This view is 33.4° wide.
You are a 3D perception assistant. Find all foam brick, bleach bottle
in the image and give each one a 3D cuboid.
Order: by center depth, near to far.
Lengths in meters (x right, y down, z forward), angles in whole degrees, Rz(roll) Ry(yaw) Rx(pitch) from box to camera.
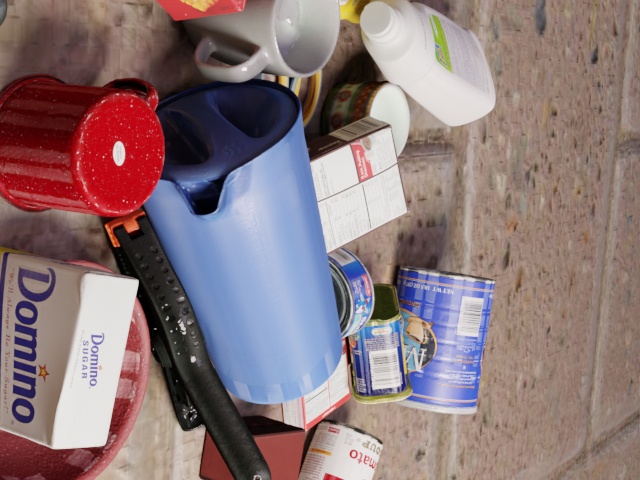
[{"bbox_3d":[-0.058,0.184,0.923,0.078,0.053,0.051,8,91,-56],"label":"foam brick"},{"bbox_3d":[0.093,-0.177,0.986,0.250,0.068,0.102,14,57,-65],"label":"bleach bottle"}]

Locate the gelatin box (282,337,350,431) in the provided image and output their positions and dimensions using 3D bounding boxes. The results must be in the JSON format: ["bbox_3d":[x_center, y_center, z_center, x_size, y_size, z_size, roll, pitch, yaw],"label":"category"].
[{"bbox_3d":[-0.007,0.122,1.003,0.073,0.030,0.089,-29,121,-48],"label":"gelatin box"}]

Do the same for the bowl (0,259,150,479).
[{"bbox_3d":[-0.187,0.089,0.708,0.161,0.055,0.162,-18,113,-53],"label":"bowl"}]

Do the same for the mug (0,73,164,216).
[{"bbox_3d":[-0.150,-0.067,0.701,0.117,0.082,0.093,-52,137,-35],"label":"mug"}]

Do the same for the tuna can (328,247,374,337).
[{"bbox_3d":[0.004,0.048,0.950,0.033,0.086,0.086,-19,114,-51],"label":"tuna can"}]

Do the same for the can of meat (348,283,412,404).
[{"bbox_3d":[0.054,0.097,1.033,0.102,0.057,0.084,-92,175,-72],"label":"can of meat"}]

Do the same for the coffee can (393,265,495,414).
[{"bbox_3d":[0.123,0.103,1.123,0.102,0.103,0.140,7,92,-56],"label":"coffee can"}]

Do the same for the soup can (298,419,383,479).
[{"bbox_3d":[0.013,0.231,1.025,0.068,0.069,0.102,45,60,-50],"label":"soup can"}]

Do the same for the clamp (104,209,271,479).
[{"bbox_3d":[-0.108,0.078,0.792,0.036,0.165,0.210,-26,100,-19],"label":"clamp"}]

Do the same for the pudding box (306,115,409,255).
[{"bbox_3d":[0.017,-0.045,0.921,0.113,0.039,0.090,-26,119,-24],"label":"pudding box"}]

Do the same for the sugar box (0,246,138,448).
[{"bbox_3d":[-0.187,0.048,0.590,0.048,0.176,0.093,13,87,-56],"label":"sugar box"}]

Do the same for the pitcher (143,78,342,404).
[{"bbox_3d":[-0.055,0.001,0.830,0.149,0.145,0.243,-38,133,-29],"label":"pitcher"}]
